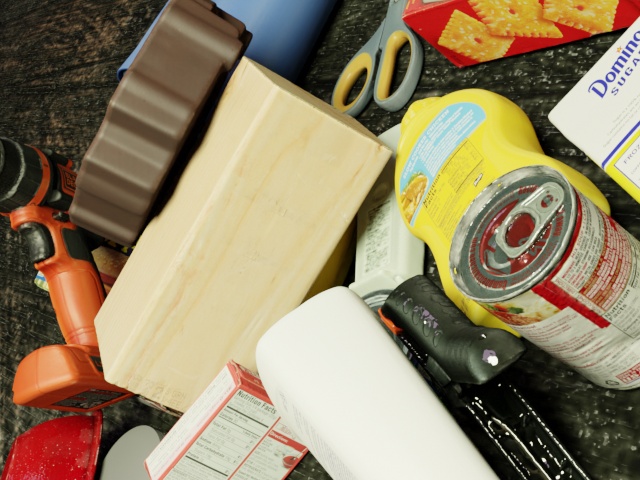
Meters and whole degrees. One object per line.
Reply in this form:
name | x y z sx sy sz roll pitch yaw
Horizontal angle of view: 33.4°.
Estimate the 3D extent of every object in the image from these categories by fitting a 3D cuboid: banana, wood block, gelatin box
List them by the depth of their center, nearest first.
gelatin box | -0.052 0.125 0.655 0.089 0.073 0.030 -51 32 9
wood block | -0.054 0.001 0.680 0.206 0.090 0.091 -59 23 10
banana | 0.001 -0.012 0.738 0.070 0.037 0.197 -11 54 49

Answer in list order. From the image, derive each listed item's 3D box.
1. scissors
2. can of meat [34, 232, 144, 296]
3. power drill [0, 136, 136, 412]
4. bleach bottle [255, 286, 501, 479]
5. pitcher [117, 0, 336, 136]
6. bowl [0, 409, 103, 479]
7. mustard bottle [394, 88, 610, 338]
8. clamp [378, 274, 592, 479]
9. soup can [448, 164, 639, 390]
scissors | 0.049 -0.170 0.833 0.096 0.016 0.201 -30 40 36
can of meat | -0.176 0.020 0.891 0.058 0.102 0.084 10 73 57
power drill | -0.191 0.021 0.742 0.057 0.184 0.188 -21 70 17
bleach bottle | 0.063 0.131 0.466 0.068 0.102 0.251 -34 50 -9
pitcher | -0.063 -0.201 0.907 0.242 0.149 0.145 -61 -4 -13
bowl | -0.207 0.193 0.771 0.162 0.055 0.162 -163 90 -75
mustard bottle | 0.088 -0.034 0.618 0.096 0.058 0.192 -59 29 22
clamp | 0.078 0.071 0.513 0.039 0.120 0.171 -28 18 -5
soup can | 0.118 0.019 0.491 0.069 0.102 0.068 -34 38 32
